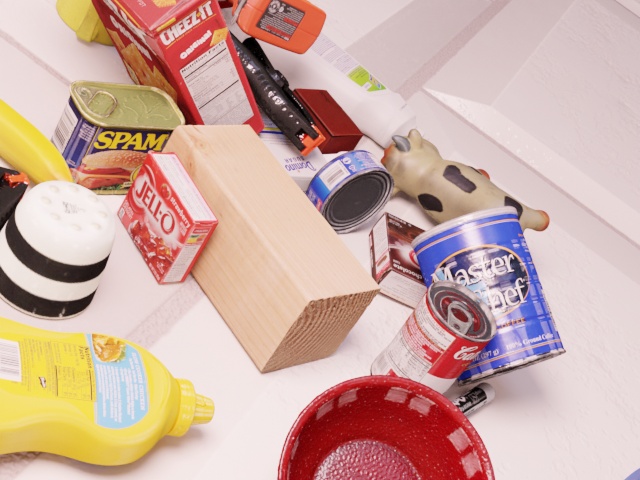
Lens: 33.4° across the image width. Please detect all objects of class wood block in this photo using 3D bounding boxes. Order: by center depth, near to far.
[{"bbox_3d":[-0.056,0.002,0.917,0.090,0.090,0.206,-8,51,-47],"label":"wood block"}]

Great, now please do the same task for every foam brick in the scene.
[{"bbox_3d":[-0.002,-0.121,1.160,0.052,0.051,0.078,-6,50,-46],"label":"foam brick"}]

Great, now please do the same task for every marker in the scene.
[{"bbox_3d":[0.117,0.151,0.940,0.020,0.020,0.120,47,35,19],"label":"marker"}]

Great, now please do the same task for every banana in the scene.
[{"bbox_3d":[-0.279,-0.098,0.890,0.198,0.037,0.069,36,15,2],"label":"banana"}]

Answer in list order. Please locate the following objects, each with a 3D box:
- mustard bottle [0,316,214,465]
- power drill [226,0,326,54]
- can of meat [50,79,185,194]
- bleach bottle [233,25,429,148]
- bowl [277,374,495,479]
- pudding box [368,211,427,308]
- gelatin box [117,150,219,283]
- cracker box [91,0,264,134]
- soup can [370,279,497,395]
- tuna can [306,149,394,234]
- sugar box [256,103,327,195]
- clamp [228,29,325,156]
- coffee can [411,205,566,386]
[{"bbox_3d":[-0.160,0.104,0.721,0.191,0.058,0.096,12,38,-30],"label":"mustard bottle"},{"bbox_3d":[-0.079,-0.267,1.125,0.184,0.057,0.188,10,27,-50],"label":"power drill"},{"bbox_3d":[-0.182,-0.087,0.927,0.101,0.084,0.057,-2,47,-43],"label":"can of meat"},{"bbox_3d":[0.018,-0.183,1.250,0.251,0.068,0.102,38,33,2],"label":"bleach bottle"},{"bbox_3d":[0.042,0.181,0.768,0.162,0.055,0.162,6,66,-13],"label":"bowl"},{"bbox_3d":[0.104,0.031,1.067,0.113,0.039,0.090,22,34,-18],"label":"pudding box"},{"bbox_3d":[-0.130,-0.020,0.895,0.030,0.073,0.089,-3,48,-44],"label":"gelatin box"},{"bbox_3d":[-0.145,-0.189,0.981,0.072,0.213,0.164,-39,63,-10],"label":"cracker box"},{"bbox_3d":[0.096,0.093,0.920,0.068,0.102,0.068,23,34,-17],"label":"soup can"},{"bbox_3d":[0.029,-0.049,1.061,0.085,0.086,0.034,-2,45,-43],"label":"tuna can"},{"bbox_3d":[-0.064,-0.112,1.102,0.093,0.048,0.176,0,49,-42],"label":"sugar box"},{"bbox_3d":[-0.060,-0.159,1.063,0.171,0.039,0.120,53,20,25],"label":"clamp"},{"bbox_3d":[0.153,0.052,0.981,0.102,0.103,0.140,-5,73,-45],"label":"coffee can"}]
